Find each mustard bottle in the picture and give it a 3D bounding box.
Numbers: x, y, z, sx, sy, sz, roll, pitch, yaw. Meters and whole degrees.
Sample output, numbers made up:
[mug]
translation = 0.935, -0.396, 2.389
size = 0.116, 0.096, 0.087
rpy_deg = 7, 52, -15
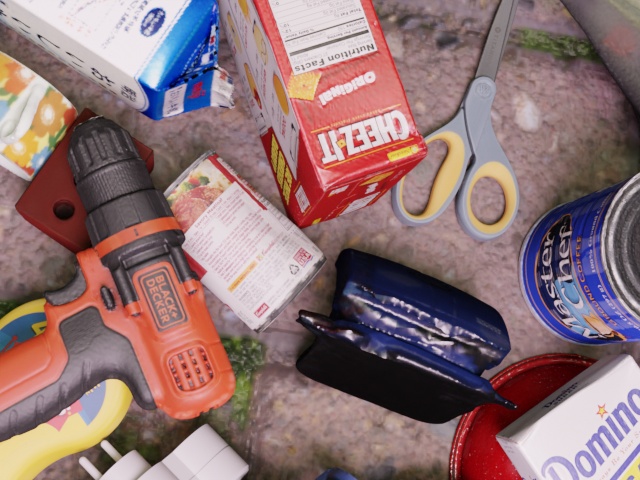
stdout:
[mustard bottle]
translation = -0.173, 0.092, 0.652
size = 0.191, 0.058, 0.096
rpy_deg = -38, 80, -12

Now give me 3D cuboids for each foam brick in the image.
[foam brick]
translation = -0.148, -0.034, 0.675
size = 0.053, 0.051, 0.078
rpy_deg = 33, 79, -3

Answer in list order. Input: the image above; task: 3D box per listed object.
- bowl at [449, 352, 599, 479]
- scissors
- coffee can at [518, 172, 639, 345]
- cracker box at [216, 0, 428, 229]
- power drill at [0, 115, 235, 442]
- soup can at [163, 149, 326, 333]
[bowl]
translation = 0.169, 0.154, 0.697
size = 0.162, 0.055, 0.162
rpy_deg = 1, 83, -8
[scissors]
translation = 0.124, -0.086, 0.741
size = 0.096, 0.016, 0.201
rpy_deg = 35, 79, -4
[coffee can]
translation = 0.197, 0.014, 0.675
size = 0.102, 0.140, 0.103
rpy_deg = 1, 83, -9
[cracker box]
translation = -0.013, -0.126, 0.650
size = 0.072, 0.164, 0.214
rpy_deg = -19, 86, -9
[power drill]
translation = -0.161, 0.038, 0.603
size = 0.187, 0.057, 0.184
rpy_deg = -22, 81, -10
[soup can]
translation = -0.054, 0.001, 0.677
size = 0.102, 0.068, 0.068
rpy_deg = 43, 79, -2
